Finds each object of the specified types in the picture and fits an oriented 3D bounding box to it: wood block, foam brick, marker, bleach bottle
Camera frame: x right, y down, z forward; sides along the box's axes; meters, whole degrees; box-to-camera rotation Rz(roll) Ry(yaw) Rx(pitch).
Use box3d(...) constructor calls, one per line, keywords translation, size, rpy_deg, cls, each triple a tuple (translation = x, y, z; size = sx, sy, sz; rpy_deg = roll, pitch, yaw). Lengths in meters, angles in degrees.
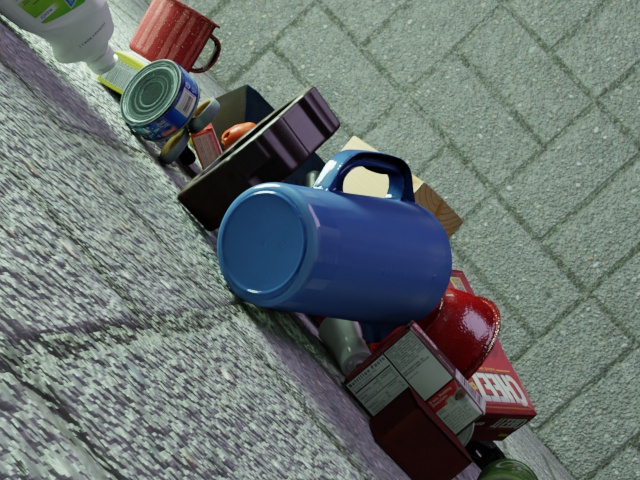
box3d(translation=(0.086, -0.052, 1.420), size=(0.090, 0.091, 0.206), rpy_deg=(41, 1, -32), cls="wood block")
box3d(translation=(0.091, 0.184, 0.981), size=(0.078, 0.051, 0.053), rpy_deg=(47, 4, -12), cls="foam brick")
box3d(translation=(-0.178, -0.125, 1.307), size=(0.020, 0.020, 0.121), rpy_deg=(44, 6, -41), cls="marker")
box3d(translation=(-0.279, -0.244, 0.993), size=(0.068, 0.102, 0.250), rpy_deg=(44, -6, 47), cls="bleach bottle")

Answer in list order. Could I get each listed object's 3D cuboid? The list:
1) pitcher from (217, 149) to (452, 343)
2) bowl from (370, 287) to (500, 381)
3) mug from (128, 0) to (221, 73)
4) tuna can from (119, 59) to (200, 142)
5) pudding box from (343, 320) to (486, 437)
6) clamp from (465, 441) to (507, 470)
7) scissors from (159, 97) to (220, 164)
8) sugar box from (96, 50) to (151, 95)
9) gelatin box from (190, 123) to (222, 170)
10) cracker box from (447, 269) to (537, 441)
box3d(translation=(0.016, 0.003, 1.005), size=(0.242, 0.145, 0.149), rpy_deg=(10, 47, -57), cls="pitcher")
box3d(translation=(0.106, 0.101, 1.111), size=(0.055, 0.162, 0.162), rpy_deg=(49, 4, -21), cls="bowl")
box3d(translation=(-0.176, -0.249, 1.329), size=(0.117, 0.081, 0.093), rpy_deg=(26, 7, -42), cls="mug")
box3d(translation=(-0.173, -0.151, 1.148), size=(0.033, 0.086, 0.086), rpy_deg=(39, 9, -49), cls="tuna can")
box3d(translation=(0.091, 0.148, 1.031), size=(0.113, 0.090, 0.039), rpy_deg=(49, 12, 0), cls="pudding box")
box3d(translation=(0.234, 0.300, 1.440), size=(0.164, 0.036, 0.210), rpy_deg=(47, 4, -2), cls="clamp")
box3d(translation=(-0.165, -0.117, 1.210), size=(0.016, 0.096, 0.202), rpy_deg=(41, -19, -16), cls="scissors")
box3d(translation=(-0.210, -0.190, 1.294), size=(0.093, 0.048, 0.176), rpy_deg=(31, 4, -6), cls="sugar box")
box3d(translation=(-0.130, -0.096, 1.276), size=(0.073, 0.030, 0.089), rpy_deg=(-118, -172, -73), cls="gelatin box")
box3d(translation=(0.146, 0.128, 1.264), size=(0.163, 0.072, 0.214), rpy_deg=(11, 45, -45), cls="cracker box")
